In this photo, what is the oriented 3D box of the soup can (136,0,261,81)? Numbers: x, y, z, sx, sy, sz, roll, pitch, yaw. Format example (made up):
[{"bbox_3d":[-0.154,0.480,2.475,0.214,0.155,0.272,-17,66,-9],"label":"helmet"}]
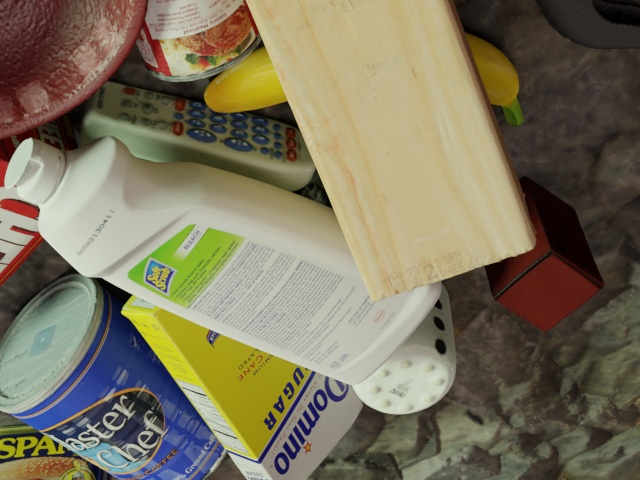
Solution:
[{"bbox_3d":[-0.076,-0.142,0.546,0.068,0.068,0.102,-14,130,6],"label":"soup can"}]

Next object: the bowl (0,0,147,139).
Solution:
[{"bbox_3d":[-0.164,-0.118,0.494,0.162,0.055,0.162,-21,150,-13],"label":"bowl"}]

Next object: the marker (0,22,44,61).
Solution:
[{"bbox_3d":[-0.157,-0.108,0.569,0.121,0.020,0.020,-21,134,-19],"label":"marker"}]

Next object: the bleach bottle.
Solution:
[{"bbox_3d":[-0.054,0.001,0.607,0.250,0.068,0.103,26,113,-32],"label":"bleach bottle"}]

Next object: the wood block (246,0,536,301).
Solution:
[{"bbox_3d":[0.031,-0.088,0.541,0.090,0.090,0.206,-19,106,12],"label":"wood block"}]

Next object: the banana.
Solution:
[{"bbox_3d":[0.034,-0.096,0.618,0.197,0.037,0.070,3,129,-9],"label":"banana"}]

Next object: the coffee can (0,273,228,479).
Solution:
[{"bbox_3d":[-0.138,0.102,0.728,0.103,0.103,0.140,-33,127,21],"label":"coffee can"}]

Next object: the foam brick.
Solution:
[{"bbox_3d":[0.140,0.008,0.694,0.053,0.078,0.051,31,122,-26],"label":"foam brick"}]

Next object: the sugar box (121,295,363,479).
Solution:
[{"bbox_3d":[-0.045,0.079,0.706,0.048,0.093,0.176,5,135,51],"label":"sugar box"}]

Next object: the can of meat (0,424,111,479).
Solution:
[{"bbox_3d":[-0.208,0.188,0.808,0.102,0.084,0.057,-4,131,-2],"label":"can of meat"}]
